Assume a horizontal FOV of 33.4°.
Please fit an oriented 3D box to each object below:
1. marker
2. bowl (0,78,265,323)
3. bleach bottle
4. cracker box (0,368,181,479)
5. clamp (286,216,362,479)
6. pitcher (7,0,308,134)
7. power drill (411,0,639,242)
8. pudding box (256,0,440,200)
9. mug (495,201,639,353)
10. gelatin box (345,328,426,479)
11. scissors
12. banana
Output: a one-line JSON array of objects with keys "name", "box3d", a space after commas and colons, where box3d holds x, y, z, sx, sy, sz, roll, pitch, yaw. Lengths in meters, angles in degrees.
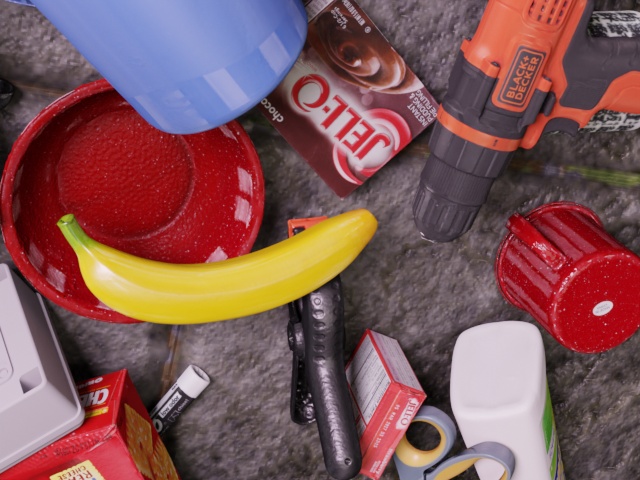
[{"name": "marker", "box3d": [-0.124, 0.139, 0.763, 0.020, 0.020, 0.121, 38, 98, -27]}, {"name": "bowl", "box3d": [-0.118, -0.031, 0.670, 0.162, 0.055, 0.162, -6, 114, -14]}, {"name": "bleach bottle", "box3d": [0.163, 0.187, 0.836, 0.068, 0.102, 0.251, -8, 126, 19]}, {"name": "cracker box", "box3d": [-0.170, 0.209, 0.733, 0.164, 0.072, 0.213, -17, 117, 7]}, {"name": "clamp", "box3d": [0.000, 0.073, 0.719, 0.039, 0.120, 0.171, -11, 112, -19]}, {"name": "pitcher", "box3d": [-0.117, -0.165, 0.520, 0.145, 0.149, 0.242, -44, 130, -7]}, {"name": "power drill", "box3d": [0.161, -0.068, 0.645, 0.187, 0.057, 0.185, 10, 118, -21]}, {"name": "pudding box", "box3d": [0.011, -0.095, 0.689, 0.090, 0.039, 0.113, -42, 117, 5]}, {"name": "mug", "box3d": [0.177, 0.022, 0.765, 0.093, 0.081, 0.117, -44, 117, 5]}, {"name": "gelatin box", "box3d": [0.038, 0.115, 0.760, 0.030, 0.089, 0.073, 23, 105, -18]}, {"name": "scissors", "box3d": [0.053, 0.180, 0.792, 0.202, 0.016, 0.096, -32, 105, 38]}, {"name": "banana", "box3d": [-0.060, 0.018, 0.656, 0.197, 0.037, 0.070, -2, 116, -16]}]
